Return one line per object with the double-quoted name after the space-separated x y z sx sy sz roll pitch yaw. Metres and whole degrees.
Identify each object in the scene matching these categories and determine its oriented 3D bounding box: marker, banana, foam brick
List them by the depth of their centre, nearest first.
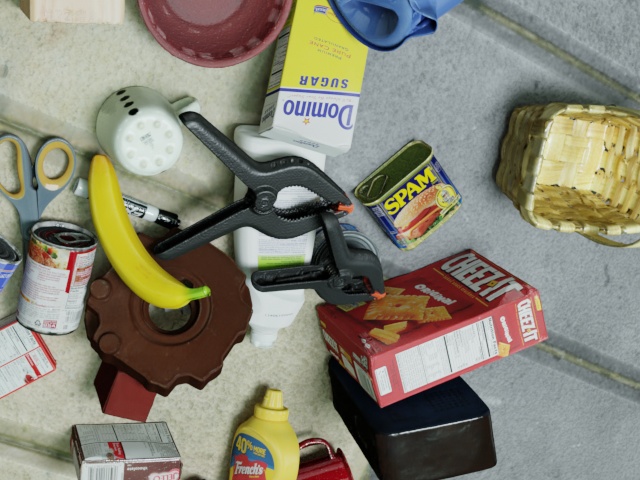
-0.189 0.003 1.089 0.070 0.037 0.198 -43 74 8 "banana"
-0.206 -0.038 1.144 0.121 0.020 0.020 21 100 -25 "marker"
-0.213 0.157 1.178 0.051 0.078 0.053 19 101 -23 "foam brick"

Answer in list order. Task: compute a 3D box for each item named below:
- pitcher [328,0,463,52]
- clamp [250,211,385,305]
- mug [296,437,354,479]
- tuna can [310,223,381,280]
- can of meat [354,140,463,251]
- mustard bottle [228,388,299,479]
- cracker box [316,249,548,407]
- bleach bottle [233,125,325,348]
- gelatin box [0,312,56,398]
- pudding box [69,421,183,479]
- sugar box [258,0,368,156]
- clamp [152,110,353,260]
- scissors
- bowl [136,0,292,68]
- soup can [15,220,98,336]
0.118 -0.310 1.090 0.242 0.145 0.149 -35 106 -25 "pitcher"
0.006 0.037 1.173 0.120 0.039 0.171 -31 141 18 "clamp"
-0.005 0.297 1.301 0.081 0.093 0.117 -14 104 -10 "mug"
0.025 0.024 1.241 0.086 0.034 0.086 -7 111 -18 "tuna can"
0.104 -0.050 1.232 0.102 0.057 0.084 -40 120 -2 "can of meat"
-0.068 0.270 1.257 0.058 0.096 0.191 7 93 -41 "mustard bottle"
0.124 0.093 1.227 0.213 0.164 0.072 -21 113 -14 "cracker box"
-0.058 0.001 1.188 0.102 0.068 0.251 1 110 -20 "bleach bottle"
-0.340 0.125 1.147 0.089 0.030 0.073 -28 114 -9 "gelatin box"
-0.219 0.240 1.199 0.113 0.090 0.039 3 106 -20 "pudding box"
-0.001 -0.185 1.115 0.093 0.048 0.176 14 77 -24 "sugar box"
-0.070 -0.039 1.110 0.209 0.036 0.165 11 116 -24 "clamp"
-0.288 -0.024 1.121 0.096 0.016 0.202 -21 120 -18 "scissors"
-0.111 -0.259 1.078 0.162 0.055 0.162 -6 111 -18 "bowl"
-0.275 0.039 1.109 0.068 0.068 0.102 8 111 -22 "soup can"
